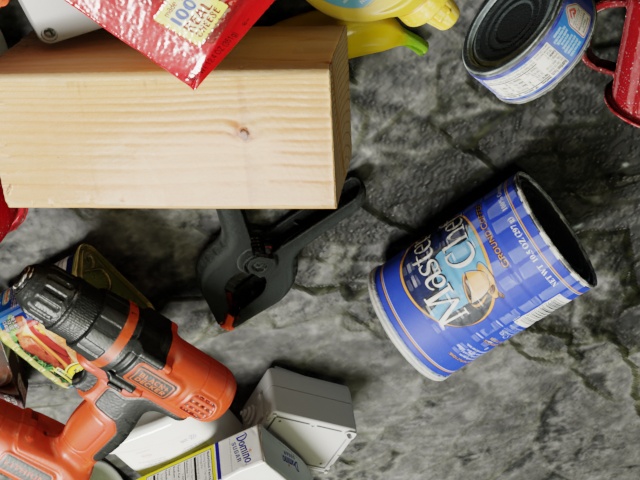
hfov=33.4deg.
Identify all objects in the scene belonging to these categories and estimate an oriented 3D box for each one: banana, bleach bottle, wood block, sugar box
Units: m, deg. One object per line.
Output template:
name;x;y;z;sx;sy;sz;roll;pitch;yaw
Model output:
banana;-0.028;-0.111;0.712;0.198;0.037;0.069;-21;128;10
bleach bottle;-0.099;0.213;0.971;0.103;0.068;0.250;-20;133;12
wood block;-0.089;-0.077;0.660;0.206;0.090;0.091;1;118;8
sugar box;-0.101;0.223;0.905;0.176;0.048;0.093;-28;134;13

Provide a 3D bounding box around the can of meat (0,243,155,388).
can of meat;-0.189;0.062;0.829;0.084;0.057;0.102;-26;130;17

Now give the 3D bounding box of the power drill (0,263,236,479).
power drill;-0.185;0.111;0.796;0.184;0.057;0.188;37;122;-25

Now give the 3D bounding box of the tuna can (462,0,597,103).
tuna can;0.132;-0.132;0.683;0.033;0.086;0.086;32;120;-29

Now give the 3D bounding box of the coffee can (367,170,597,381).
coffee can;0.121;0.028;0.810;0.140;0.103;0.102;-35;127;21

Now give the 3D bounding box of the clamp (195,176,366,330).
clamp;-0.055;0.001;0.805;0.120;0.039;0.172;21;125;-22
